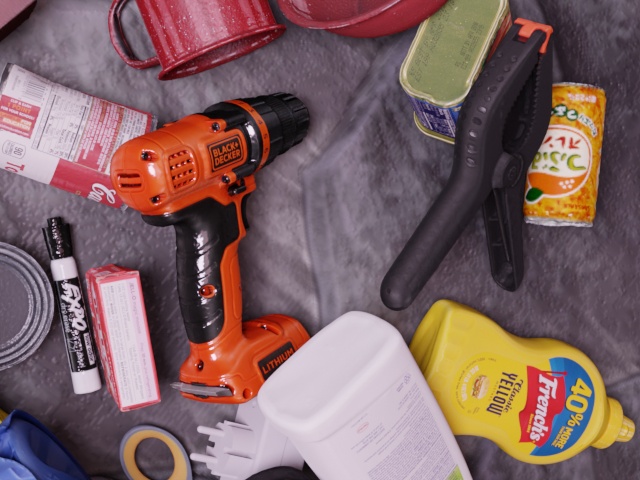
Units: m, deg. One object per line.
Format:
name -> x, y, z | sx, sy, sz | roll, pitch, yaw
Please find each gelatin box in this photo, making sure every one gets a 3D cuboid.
gelatin box -> -0.133, 0.062, 0.710 | 0.030, 0.073, 0.089 | -12, 95, -17

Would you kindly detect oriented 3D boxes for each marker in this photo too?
marker -> -0.169, 0.044, 0.726 | 0.020, 0.020, 0.121 | -12, 95, -17

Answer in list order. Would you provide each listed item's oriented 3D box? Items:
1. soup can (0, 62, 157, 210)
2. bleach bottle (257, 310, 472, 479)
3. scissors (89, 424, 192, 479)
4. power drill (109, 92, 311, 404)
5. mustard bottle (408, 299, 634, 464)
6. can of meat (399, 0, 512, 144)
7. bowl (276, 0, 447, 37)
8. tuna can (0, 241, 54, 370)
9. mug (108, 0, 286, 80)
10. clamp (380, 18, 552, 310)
soup can -> -0.166, -0.068, 0.698 | 0.102, 0.069, 0.068 | 19, 86, -17
bleach bottle -> 0.053, 0.168, 0.743 | 0.102, 0.068, 0.250 | -41, 127, -19
scissors -> -0.080, 0.199, 0.761 | 0.201, 0.016, 0.096 | 25, 80, -22
power drill -> -0.055, 0.001, 0.717 | 0.184, 0.057, 0.187 | -28, 112, -51
mustard bottle -> 0.157, 0.118, 0.810 | 0.191, 0.058, 0.096 | 20, 95, -18
can of meat -> 0.100, -0.130, 0.762 | 0.057, 0.084, 0.102 | 22, 84, 18
bowl -> 0.048, -0.194, 0.732 | 0.162, 0.162, 0.055 | -56, 133, -9
tuna can -> -0.220, 0.042, 0.702 | 0.086, 0.034, 0.086 | -1, 92, -17
mug -> -0.091, -0.158, 0.716 | 0.117, 0.093, 0.081 | -20, 94, 21
clamp -> 0.124, -0.048, 0.752 | 0.164, 0.036, 0.210 | 5, 106, -53
